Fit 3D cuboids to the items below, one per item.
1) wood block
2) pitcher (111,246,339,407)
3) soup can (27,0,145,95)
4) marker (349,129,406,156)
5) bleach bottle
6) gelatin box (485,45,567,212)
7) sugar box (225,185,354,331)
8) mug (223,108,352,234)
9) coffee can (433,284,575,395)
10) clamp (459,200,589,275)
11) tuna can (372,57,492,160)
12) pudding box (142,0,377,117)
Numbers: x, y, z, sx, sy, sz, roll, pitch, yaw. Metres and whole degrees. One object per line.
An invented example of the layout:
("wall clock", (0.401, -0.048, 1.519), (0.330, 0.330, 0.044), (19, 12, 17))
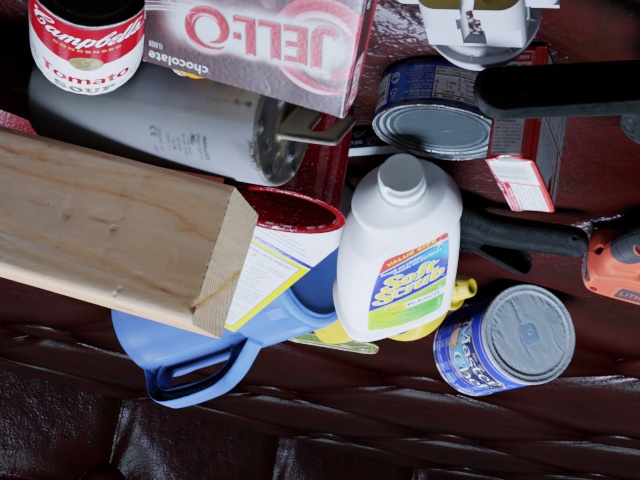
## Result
("wood block", (-0.157, -0.009, 0.691), (0.206, 0.090, 0.091), (15, 171, 9))
("pitcher", (-0.088, 0.063, 1.053), (0.243, 0.149, 0.144), (-18, -171, 43))
("soup can", (-0.128, -0.128, 0.590), (0.068, 0.068, 0.102), (13, 164, -10))
("marker", (0.021, -0.070, 0.784), (0.121, 0.020, 0.020), (-1, 161, 34))
("bleach bottle", (0.053, 0.004, 0.800), (0.102, 0.068, 0.251), (-17, 159, -2))
("gelatin box", (0.125, -0.065, 0.643), (0.030, 0.073, 0.089), (4, 164, 22))
("sugar box", (-0.056, 0.001, 0.884), (0.093, 0.048, 0.176), (31, 128, -25))
("mug", (-0.033, -0.060, 0.738), (0.117, 0.081, 0.093), (17, 163, -23))
("coffee can", (0.194, 0.110, 1.146), (0.102, 0.103, 0.140), (14, 164, -12))
("clamp", (0.133, -0.010, 0.888), (0.171, 0.039, 0.120), (16, 161, -20))
("tuna can", (0.078, -0.083, 0.681), (0.086, 0.033, 0.086), (9, 164, 2))
("pudding box", (-0.029, -0.119, 0.524), (0.113, 0.039, 0.090), (18, 133, 9))
